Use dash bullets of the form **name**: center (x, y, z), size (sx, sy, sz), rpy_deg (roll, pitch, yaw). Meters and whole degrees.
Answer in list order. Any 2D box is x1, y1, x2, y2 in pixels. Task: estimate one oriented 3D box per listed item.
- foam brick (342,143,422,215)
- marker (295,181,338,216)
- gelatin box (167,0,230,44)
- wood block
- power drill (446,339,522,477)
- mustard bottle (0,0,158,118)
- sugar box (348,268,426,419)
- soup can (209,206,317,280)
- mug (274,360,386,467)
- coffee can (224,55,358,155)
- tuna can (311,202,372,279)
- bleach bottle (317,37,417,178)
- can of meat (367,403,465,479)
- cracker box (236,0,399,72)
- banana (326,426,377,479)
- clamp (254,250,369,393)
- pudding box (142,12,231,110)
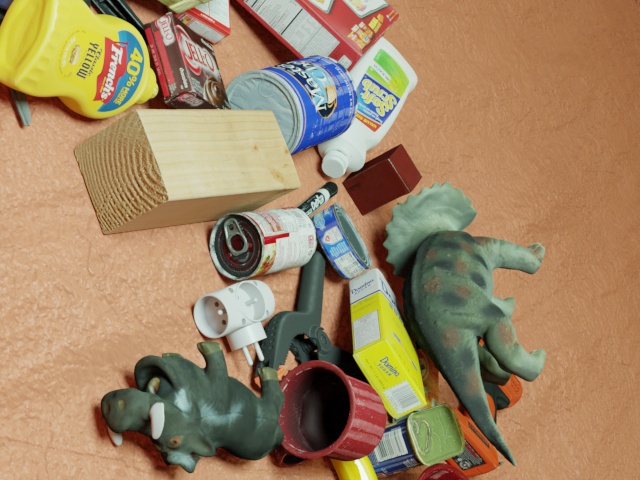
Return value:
- **foam brick**: center (0.078, -0.076, 1.336), size (0.053, 0.078, 0.051), rpy_deg (57, 35, -11)
- **marker**: center (-0.010, -0.043, 1.246), size (0.020, 0.020, 0.121), rpy_deg (59, 34, -8)
- **gelatin box**: center (-0.139, -0.277, 1.212), size (0.073, 0.030, 0.089), rpy_deg (24, 50, -43)
- **wood block**: center (-0.124, -0.071, 1.041), size (0.205, 0.091, 0.090), rpy_deg (-11, 77, -56)
- **power drill**: center (0.180, 0.183, 1.325), size (0.184, 0.057, 0.187), rpy_deg (48, 37, -18)
- **mustard bottle**: center (-0.210, -0.163, 0.982), size (0.191, 0.058, 0.096), rpy_deg (18, 96, -64)
- **sugar box**: center (0.071, 0.108, 1.169), size (0.093, 0.048, 0.176), rpy_deg (58, 14, -21)
- **soup can**: center (-0.057, 0.001, 1.106), size (0.102, 0.069, 0.068), rpy_deg (-10, 77, -56)
- **mug**: center (0.004, 0.179, 1.039), size (0.093, 0.117, 0.081), rpy_deg (48, 11, 34)
- **coffee can**: center (-0.033, -0.150, 1.207), size (0.140, 0.103, 0.103), rpy_deg (-29, 93, -57)
- **tuna can**: center (0.024, 0.002, 1.224), size (0.086, 0.034, 0.086), rpy_deg (57, 12, -19)
- **bleach bottle**: center (0.053, -0.161, 1.373), size (0.102, 0.068, 0.250), rpy_deg (46, 39, -22)
- **can of meat**: center (0.094, 0.220, 1.156), size (0.101, 0.084, 0.057), rpy_deg (-3, 71, -55)
- **cracker box**: center (-0.020, -0.305, 1.316), size (0.213, 0.072, 0.164), rpy_deg (42, 36, -5)
- **banana**: center (0.034, 0.272, 1.088), size (0.069, 0.037, 0.198), rpy_deg (-10, 72, -25)
- **clamp**: center (-0.003, 0.117, 1.133), size (0.164, 0.036, 0.209), rpy_deg (58, 30, -8)
- **pudding box**: center (-0.136, -0.174, 1.110), size (0.113, 0.039, 0.090), rpy_deg (31, 42, -73)
